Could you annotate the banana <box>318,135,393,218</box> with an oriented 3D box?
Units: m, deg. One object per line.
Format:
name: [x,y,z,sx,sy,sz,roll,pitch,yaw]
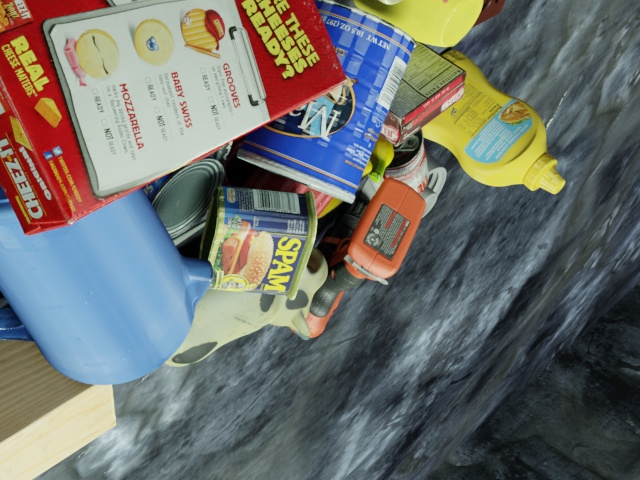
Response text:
banana: [0.032,-0.072,1.077,0.069,0.037,0.198,-53,-174,-18]

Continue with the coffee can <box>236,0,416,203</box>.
coffee can: [0.005,-0.114,0.868,0.140,0.103,0.102,-68,157,2]

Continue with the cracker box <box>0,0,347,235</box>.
cracker box: [-0.106,-0.122,0.615,0.213,0.164,0.072,-32,-166,-36]

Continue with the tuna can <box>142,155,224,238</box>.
tuna can: [-0.123,-0.043,0.889,0.086,0.034,0.086,-40,158,-21]

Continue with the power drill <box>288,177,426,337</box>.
power drill: [0.041,0.004,1.136,0.184,0.057,0.188,-64,-170,-28]

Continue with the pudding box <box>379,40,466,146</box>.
pudding box: [0.060,-0.145,0.957,0.089,0.114,0.039,-37,153,-27]

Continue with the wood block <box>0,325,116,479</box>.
wood block: [-0.273,0.150,0.831,0.205,0.091,0.090,-32,154,-26]

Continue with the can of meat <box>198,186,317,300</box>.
can of meat: [-0.056,0.001,0.917,0.083,0.057,0.102,6,136,-14]

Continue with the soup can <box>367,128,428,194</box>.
soup can: [0.082,-0.089,1.159,0.068,0.068,0.102,-45,159,-8]

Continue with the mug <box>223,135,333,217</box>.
mug: [-0.041,-0.054,0.973,0.117,0.093,0.082,25,114,-36]

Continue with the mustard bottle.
mustard bottle: [0.180,-0.114,1.134,0.096,0.192,0.058,-45,159,-8]

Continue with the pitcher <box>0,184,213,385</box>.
pitcher: [-0.184,0.000,0.740,0.149,0.145,0.243,-54,158,-20]
